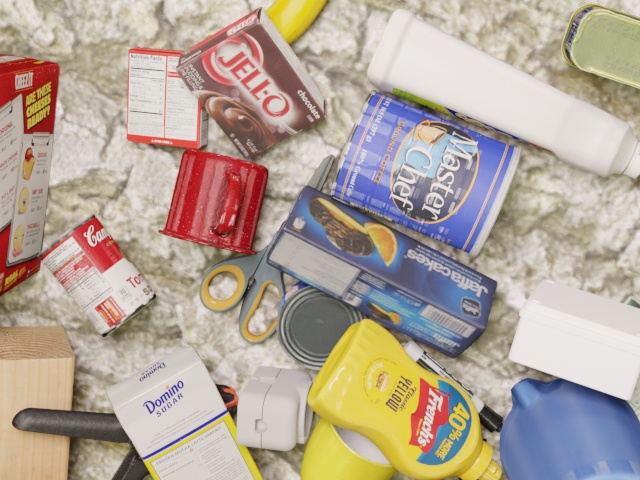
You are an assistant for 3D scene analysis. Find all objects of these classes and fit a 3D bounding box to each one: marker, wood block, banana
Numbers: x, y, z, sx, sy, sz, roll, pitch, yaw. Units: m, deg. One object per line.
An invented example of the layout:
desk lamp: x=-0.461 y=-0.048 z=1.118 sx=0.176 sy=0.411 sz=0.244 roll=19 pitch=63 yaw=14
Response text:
marker: x=0.127 y=0.141 z=1.020 sx=0.121 sy=0.020 sz=0.020 roll=40 pitch=107 yaw=-1
wood block: x=-0.300 y=0.197 z=1.061 sx=0.090 sy=0.091 sz=0.206 roll=1 pitch=105 yaw=-22
banana: x=-0.024 y=-0.230 z=0.951 sx=0.069 sy=0.037 sz=0.198 roll=40 pitch=107 yaw=-3

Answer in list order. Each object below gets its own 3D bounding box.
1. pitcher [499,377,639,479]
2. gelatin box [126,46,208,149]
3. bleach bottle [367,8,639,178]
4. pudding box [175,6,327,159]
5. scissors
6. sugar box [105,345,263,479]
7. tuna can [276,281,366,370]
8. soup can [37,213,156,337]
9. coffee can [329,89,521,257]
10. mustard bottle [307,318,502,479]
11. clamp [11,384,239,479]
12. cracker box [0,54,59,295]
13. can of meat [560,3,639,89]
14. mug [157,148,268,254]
pitcher: x=0.231 y=0.213 z=0.884 sx=0.149 sy=0.242 sz=0.145 roll=8 pitch=98 yaw=4
gelatin box: x=-0.142 y=-0.134 z=1.000 sx=0.073 sy=0.030 sz=0.089 roll=7 pitch=104 yaw=10
bleach bottle: x=0.167 y=-0.115 z=0.908 sx=0.251 sy=0.102 sz=0.068 roll=25 pitch=96 yaw=4
pudding box: x=-0.060 y=-0.139 z=0.954 sx=0.090 sy=0.039 sz=0.113 roll=-25 pitch=123 yaw=22
scissors: x=-0.057 y=0.001 z=1.023 sx=0.096 sy=0.016 sz=0.202 roll=16 pitch=105 yaw=6
sugar box: x=-0.124 y=0.193 z=1.013 sx=0.093 sy=0.048 sz=0.176 roll=-28 pitch=116 yaw=-11
tuna can: x=0.001 y=0.077 z=1.013 sx=0.086 sy=0.034 sz=0.086 roll=0 pitch=105 yaw=-1
soup can: x=-0.215 y=0.034 z=1.033 sx=0.069 sy=0.068 sz=0.102 roll=-36 pitch=95 yaw=16
coffee can: x=0.091 y=-0.059 z=0.936 sx=0.140 sy=0.102 sz=0.103 roll=23 pitch=106 yaw=5
mustard bottle: x=0.088 y=0.163 z=0.976 sx=0.191 sy=0.058 sz=0.096 roll=37 pitch=63 yaw=-9
clamp: x=-0.175 y=0.205 z=1.044 sx=0.209 sy=0.036 sz=0.164 roll=-18 pitch=114 yaw=-13
cracker box: x=-0.309 y=-0.056 z=0.979 sx=0.072 sy=0.164 sz=0.214 roll=10 pitch=105 yaw=6
can of meat: x=0.256 y=-0.159 z=0.891 sx=0.102 sy=0.084 sz=0.057 roll=19 pitch=106 yaw=5
mug: x=-0.092 y=-0.036 z=0.968 sx=0.093 sy=0.117 sz=0.081 roll=13 pitch=91 yaw=-13
